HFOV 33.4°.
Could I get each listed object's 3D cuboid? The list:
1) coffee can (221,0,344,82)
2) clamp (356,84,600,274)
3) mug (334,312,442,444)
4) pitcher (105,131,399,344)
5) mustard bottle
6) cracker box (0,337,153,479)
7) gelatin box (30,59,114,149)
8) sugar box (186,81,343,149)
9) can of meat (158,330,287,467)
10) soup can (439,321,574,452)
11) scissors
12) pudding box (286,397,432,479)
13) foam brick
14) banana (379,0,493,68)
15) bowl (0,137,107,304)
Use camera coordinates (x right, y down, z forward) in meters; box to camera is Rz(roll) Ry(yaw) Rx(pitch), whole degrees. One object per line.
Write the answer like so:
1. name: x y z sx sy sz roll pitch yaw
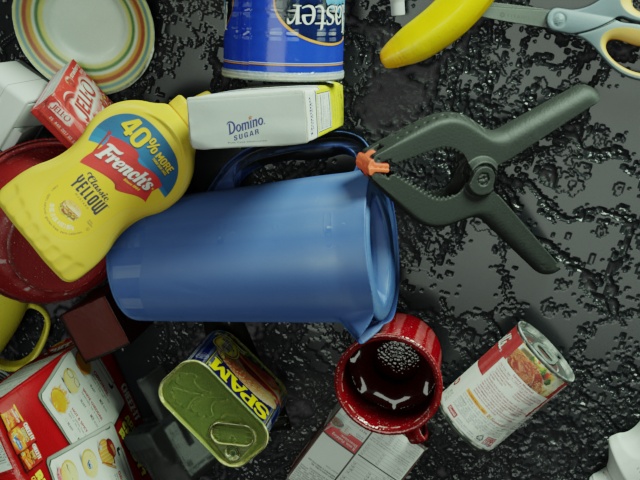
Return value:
1. coffee can: -0.029 -0.205 0.879 0.103 0.102 0.140 4 103 10
2. clamp: 0.129 -0.045 0.878 0.209 0.036 0.164 -4 107 -20
3. mug: 0.069 0.124 0.946 0.093 0.081 0.117 -23 99 15
4. pitcher: -0.056 0.001 0.929 0.243 0.149 0.145 -3 117 15
5. mustard bottle: -0.163 -0.059 0.882 0.191 0.058 0.096 -39 97 -6
6. cracker box: -0.234 0.192 0.955 0.072 0.213 0.164 -20 98 17
7. gelatin box: -0.209 -0.111 0.935 0.030 0.089 0.073 -34 113 17
8. sugar box: -0.039 -0.103 0.866 0.093 0.176 0.048 -2 102 11
9. can of meat: -0.082 0.136 0.941 0.102 0.083 0.057 46 111 -3
10. soup can: 0.162 0.129 0.937 0.068 0.068 0.102 44 108 -1
11. scissors: 0.211 -0.197 0.878 0.202 0.016 0.096 26 102 8
12. pudding box: 0.036 0.201 0.995 0.090 0.039 0.114 35 109 1
13. foam brick: -0.195 0.071 0.991 0.051 0.078 0.053 -24 99 15
14. banana: 0.120 -0.221 0.875 0.070 0.037 0.198 28 99 17
15. bowl: -0.236 -0.007 0.949 0.161 0.055 0.162 -10 116 -21
